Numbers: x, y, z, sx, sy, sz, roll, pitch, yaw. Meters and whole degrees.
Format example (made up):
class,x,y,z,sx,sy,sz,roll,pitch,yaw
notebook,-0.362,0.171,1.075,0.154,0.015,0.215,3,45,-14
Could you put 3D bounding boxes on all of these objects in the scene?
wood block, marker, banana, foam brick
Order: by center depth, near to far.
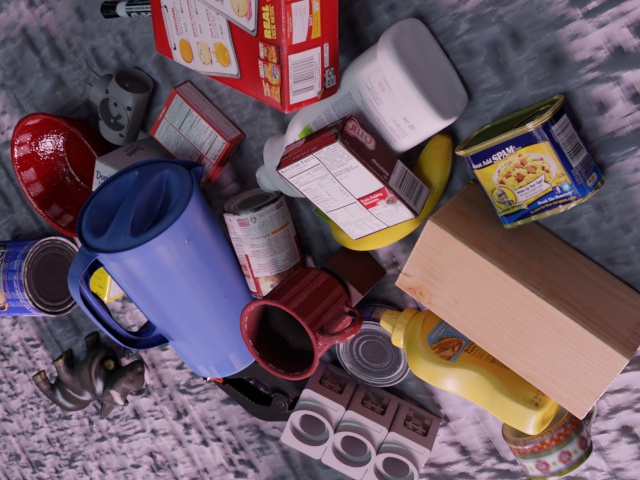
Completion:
class,x,y,z,sx,sy,sz,roll,pitch,yaw
wood block,0.185,0.050,0.962,0.206,0.090,0.091,36,133,14
banana,0.068,-0.035,1.034,0.198,0.037,0.069,-30,99,45
marker,-0.184,-0.241,1.108,0.121,0.020,0.020,6,121,35
foam brick,0.021,0.047,1.113,0.053,0.051,0.078,45,135,5

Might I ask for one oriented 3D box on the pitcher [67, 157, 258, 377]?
class,x,y,z,sx,sy,sz,roll,pitch,yaw
pitcher,-0.154,0.045,1.142,0.149,0.145,0.242,-15,132,14

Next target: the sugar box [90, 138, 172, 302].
class,x,y,z,sx,sy,sz,roll,pitch,yaw
sugar box,-0.220,-0.023,1.210,0.048,0.093,0.176,25,121,22

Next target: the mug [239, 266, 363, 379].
class,x,y,z,sx,sy,sz,roll,pitch,yaw
mug,-0.011,0.079,1.062,0.117,0.081,0.093,1,118,36

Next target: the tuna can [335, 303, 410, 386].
class,x,y,z,sx,sy,sz,roll,pitch,yaw
tuna can,0.060,0.111,1.123,0.086,0.033,0.086,10,122,17

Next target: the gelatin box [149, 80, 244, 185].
class,x,y,z,sx,sy,sz,roll,pitch,yaw
gelatin box,-0.132,-0.114,1.143,0.089,0.030,0.073,43,133,6

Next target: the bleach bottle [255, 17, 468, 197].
class,x,y,z,sx,sy,sz,roll,pitch,yaw
bleach bottle,0.018,-0.108,1.009,0.251,0.068,0.102,-26,102,46

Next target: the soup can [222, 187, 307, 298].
class,x,y,z,sx,sy,sz,roll,pitch,yaw
soup can,-0.057,0.001,1.132,0.069,0.068,0.102,-1,116,38

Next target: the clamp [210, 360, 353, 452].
class,x,y,z,sx,sy,sz,roll,pitch,yaw
clamp,-0.034,0.174,1.247,0.210,0.036,0.165,21,127,21

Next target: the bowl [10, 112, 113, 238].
class,x,y,z,sx,sy,sz,roll,pitch,yaw
bowl,-0.290,-0.085,1.264,0.162,0.055,0.162,20,127,28

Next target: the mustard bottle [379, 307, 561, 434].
class,x,y,z,sx,sy,sz,roll,pitch,yaw
mustard bottle,0.142,0.112,1.028,0.192,0.096,0.058,25,128,26

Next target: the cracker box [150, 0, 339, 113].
class,x,y,z,sx,sy,sz,roll,pitch,yaw
cracker box,-0.074,-0.228,0.961,0.214,0.072,0.164,31,133,43

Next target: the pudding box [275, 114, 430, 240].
class,x,y,z,sx,sy,sz,roll,pitch,yaw
pudding box,0.029,-0.055,0.973,0.113,0.039,0.090,43,142,-23

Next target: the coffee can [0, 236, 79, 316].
class,x,y,z,sx,sy,sz,roll,pitch,yaw
coffee can,-0.389,0.048,1.393,0.141,0.102,0.103,-3,115,39

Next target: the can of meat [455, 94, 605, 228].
class,x,y,z,sx,sy,sz,roll,pitch,yaw
can of meat,0.180,-0.065,0.915,0.102,0.057,0.084,-21,105,44
